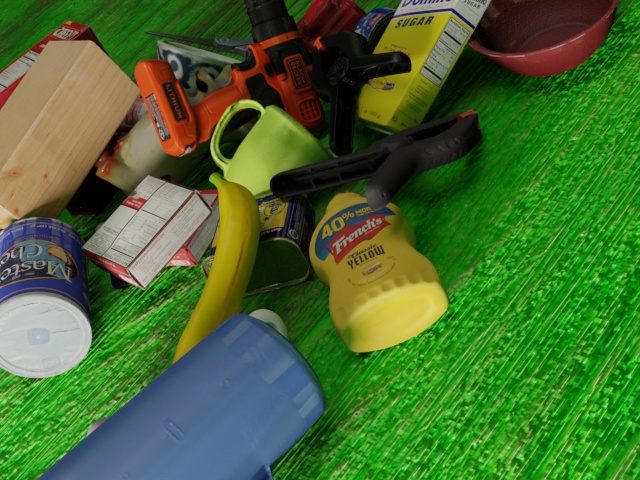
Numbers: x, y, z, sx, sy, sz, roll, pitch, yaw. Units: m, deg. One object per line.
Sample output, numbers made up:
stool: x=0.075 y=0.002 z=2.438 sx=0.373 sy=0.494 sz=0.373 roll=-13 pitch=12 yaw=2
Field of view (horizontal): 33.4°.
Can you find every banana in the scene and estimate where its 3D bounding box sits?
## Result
banana: x=-0.089 y=0.029 z=0.965 sx=0.070 sy=0.037 sz=0.198 roll=-12 pitch=62 yaw=53

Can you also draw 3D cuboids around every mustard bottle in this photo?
mustard bottle: x=0.041 y=0.013 z=0.947 sx=0.096 sy=0.058 sz=0.192 roll=-27 pitch=35 yaw=4

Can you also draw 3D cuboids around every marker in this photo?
marker: x=-0.227 y=0.017 z=1.162 sx=0.020 sy=0.020 sz=0.121 roll=-31 pitch=36 yaw=-1

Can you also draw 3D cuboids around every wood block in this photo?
wood block: x=-0.301 y=-0.113 z=1.176 sx=0.091 sy=0.090 sz=0.206 roll=10 pitch=63 yaw=43

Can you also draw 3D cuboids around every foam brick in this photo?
foam brick: x=-0.284 y=-0.076 z=1.264 sx=0.053 sy=0.078 sz=0.051 roll=0 pitch=44 yaw=34

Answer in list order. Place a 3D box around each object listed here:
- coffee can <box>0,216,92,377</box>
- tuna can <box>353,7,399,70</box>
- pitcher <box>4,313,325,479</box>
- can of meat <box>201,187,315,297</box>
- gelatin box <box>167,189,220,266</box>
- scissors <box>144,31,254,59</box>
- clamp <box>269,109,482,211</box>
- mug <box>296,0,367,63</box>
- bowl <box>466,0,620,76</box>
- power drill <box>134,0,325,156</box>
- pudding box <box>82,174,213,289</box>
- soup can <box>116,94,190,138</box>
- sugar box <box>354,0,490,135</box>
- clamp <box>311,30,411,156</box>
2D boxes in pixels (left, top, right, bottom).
coffee can: x=-0.286 y=0.056 z=1.086 sx=0.103 sy=0.102 sz=0.140 roll=-27 pitch=36 yaw=5
tuna can: x=0.074 y=-0.211 z=1.169 sx=0.086 sy=0.086 sz=0.034 roll=-42 pitch=36 yaw=-16
pitcher: x=-0.103 y=0.177 z=0.806 sx=0.242 sy=0.149 sz=0.145 roll=-43 pitch=23 yaw=-22
can of meat: x=-0.057 y=0.001 z=1.031 sx=0.102 sy=0.057 sz=0.084 roll=-15 pitch=37 yaw=20
gelatin box: x=-0.145 y=-0.013 z=1.131 sx=0.073 sy=0.030 sz=0.089 roll=0 pitch=48 yaw=35
scissors: x=-0.108 y=-0.250 z=1.330 sx=0.202 sy=0.016 sz=0.096 roll=19 pitch=37 yaw=13
clamp: x=0.076 y=-0.075 z=0.988 sx=0.209 sy=0.036 sz=0.165 roll=-23 pitch=19 yaw=-23
mug: x=0.005 y=-0.234 z=1.225 sx=0.093 sy=0.117 sz=0.081 roll=33 pitch=71 yaw=22
bowl: x=0.234 y=-0.216 z=1.089 sx=0.162 sy=0.055 sz=0.162 roll=-19 pitch=37 yaw=15
power drill: x=-0.099 y=-0.181 z=1.143 sx=0.187 sy=0.184 sz=0.057 roll=-22 pitch=3 yaw=-22
pudding box: x=-0.178 y=-0.010 z=1.094 sx=0.090 sy=0.039 sz=0.113 roll=20 pitch=65 yaw=45
soup can: x=-0.192 y=-0.144 z=1.289 sx=0.102 sy=0.068 sz=0.068 roll=12 pitch=53 yaw=42
sugar box: x=0.099 y=-0.195 z=1.105 sx=0.093 sy=0.048 sz=0.176 roll=29 pitch=92 yaw=55
clamp: x=0.025 y=-0.160 z=1.104 sx=0.120 sy=0.039 sz=0.172 roll=-53 pitch=30 yaw=8
